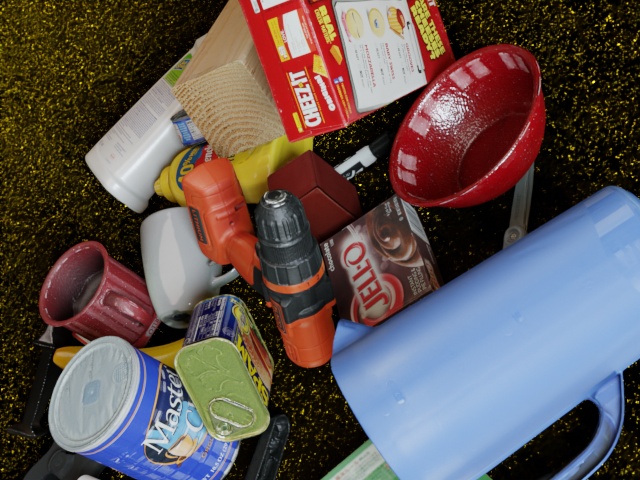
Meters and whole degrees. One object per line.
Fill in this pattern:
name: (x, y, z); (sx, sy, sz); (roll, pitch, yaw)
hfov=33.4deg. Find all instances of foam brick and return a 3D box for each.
foam brick: (-0.004, -0.037, 0.992); (0.053, 0.078, 0.051); (-31, 47, 22)

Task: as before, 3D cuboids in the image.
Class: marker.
marker: (0.025, -0.068, 1.030); (0.121, 0.020, 0.020); (-34, 45, 20)

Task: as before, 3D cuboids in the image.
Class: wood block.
wood block: (-0.060, -0.189, 1.088); (0.090, 0.090, 0.206); (-17, 33, 31)

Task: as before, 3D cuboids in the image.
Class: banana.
banana: (-0.162, 0.109, 1.032); (0.198, 0.069, 0.037); (-18, 17, 17)

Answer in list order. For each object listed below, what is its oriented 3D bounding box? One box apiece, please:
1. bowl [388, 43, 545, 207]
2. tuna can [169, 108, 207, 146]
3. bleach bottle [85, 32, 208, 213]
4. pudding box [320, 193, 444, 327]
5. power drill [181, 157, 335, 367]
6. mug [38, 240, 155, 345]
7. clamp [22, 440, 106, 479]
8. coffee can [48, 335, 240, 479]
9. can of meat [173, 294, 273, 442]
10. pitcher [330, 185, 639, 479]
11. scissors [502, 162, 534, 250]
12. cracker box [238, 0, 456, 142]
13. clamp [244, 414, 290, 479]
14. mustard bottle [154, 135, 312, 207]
bowl: (0.135, -0.086, 0.907); (0.162, 0.055, 0.162); (-34, 37, 30)
tuna can: (-0.116, -0.133, 1.147); (0.086, 0.034, 0.086); (-22, 16, 6)
bleach bottle: (-0.156, -0.154, 1.219); (0.251, 0.068, 0.103); (-47, 43, 3)
pudding box: (0.054, 0.028, 0.924); (0.090, 0.039, 0.113); (-33, 45, 21)
power drill: (-0.056, 0.001, 0.936); (0.057, 0.184, 0.188); (-25, 41, -18)
mug: (-0.210, 0.061, 1.058); (0.117, 0.081, 0.093); (10, 69, 43)
clamp: (-0.252, 0.219, 1.066); (0.165, 0.036, 0.210); (24, 77, 48)
coffee can: (-0.153, 0.158, 0.943); (0.103, 0.140, 0.103); (-22, 50, 29)
can of meat: (-0.080, 0.108, 0.927); (0.057, 0.102, 0.084); (-18, 24, 11)
pitcher: (0.143, 0.079, 0.744); (0.243, 0.149, 0.145); (-35, 28, 6)
scissors: (0.144, 0.012, 0.874); (0.096, 0.016, 0.201); (-24, 49, 28)
cracker box: (0.024, -0.196, 0.939); (0.072, 0.164, 0.213); (-12, 13, 36)
clamp: (-0.058, 0.228, 0.890); (0.171, 0.039, 0.120); (-41, 36, 2)
mustard bottle: (-0.101, -0.072, 1.115); (0.192, 0.058, 0.096); (-11, 47, 37)
